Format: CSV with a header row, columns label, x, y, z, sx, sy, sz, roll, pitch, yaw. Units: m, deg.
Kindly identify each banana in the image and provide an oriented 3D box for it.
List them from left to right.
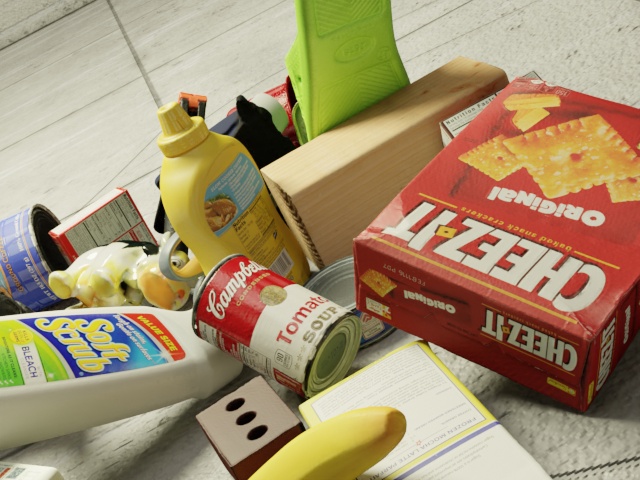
label,x,y,z,sx,sy,sz,roll,pitch,yaw
banana,-0.022,0.151,0.585,0.198,0.037,0.070,-50,25,14

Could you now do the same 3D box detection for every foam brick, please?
label,x,y,z,sx,sy,sz,roll,pitch,yaw
foam brick,-0.037,0.131,0.679,0.053,0.051,0.078,-32,25,-12

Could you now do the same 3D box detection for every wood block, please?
label,x,y,z,sx,sy,sz,roll,pitch,yaw
wood block,0.066,-0.065,0.911,0.206,0.091,0.090,-31,25,-8

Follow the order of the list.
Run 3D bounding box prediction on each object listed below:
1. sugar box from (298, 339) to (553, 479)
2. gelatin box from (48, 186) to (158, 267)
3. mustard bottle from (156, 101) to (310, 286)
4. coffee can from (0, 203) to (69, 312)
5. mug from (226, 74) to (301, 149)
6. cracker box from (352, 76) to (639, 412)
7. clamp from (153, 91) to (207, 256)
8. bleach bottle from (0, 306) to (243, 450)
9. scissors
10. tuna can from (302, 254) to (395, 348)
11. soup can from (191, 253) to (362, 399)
label,x,y,z,sx,sy,sz,roll,pitch,yaw
sugar box,0.059,0.127,0.602,0.093,0.048,0.176,-29,28,-5
gelatin box,-0.220,-0.001,1.092,0.089,0.073,0.030,-38,27,-23
mustard bottle,-0.078,-0.025,0.854,0.058,0.191,0.096,-7,31,37
coffee can,-0.330,0.036,1.093,0.140,0.103,0.103,-24,25,6
mug,-0.046,-0.108,1.121,0.082,0.093,0.117,-22,46,21
cracker box,0.147,-0.013,0.690,0.164,0.072,0.213,23,49,30
clamp,-0.137,-0.056,1.047,0.039,0.171,0.120,1,29,-20
bleach bottle,-0.160,0.086,0.782,0.250,0.068,0.103,-10,44,-27
scissors,-0.056,0.001,0.935,0.016,0.096,0.201,-1,20,47
tuna can,0.023,0.046,0.806,0.086,0.033,0.086,-22,25,11
soup can,-0.030,0.060,0.747,0.102,0.068,0.068,26,52,26
